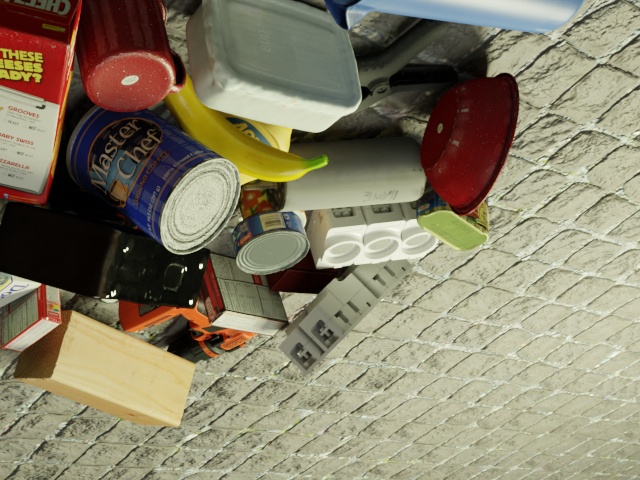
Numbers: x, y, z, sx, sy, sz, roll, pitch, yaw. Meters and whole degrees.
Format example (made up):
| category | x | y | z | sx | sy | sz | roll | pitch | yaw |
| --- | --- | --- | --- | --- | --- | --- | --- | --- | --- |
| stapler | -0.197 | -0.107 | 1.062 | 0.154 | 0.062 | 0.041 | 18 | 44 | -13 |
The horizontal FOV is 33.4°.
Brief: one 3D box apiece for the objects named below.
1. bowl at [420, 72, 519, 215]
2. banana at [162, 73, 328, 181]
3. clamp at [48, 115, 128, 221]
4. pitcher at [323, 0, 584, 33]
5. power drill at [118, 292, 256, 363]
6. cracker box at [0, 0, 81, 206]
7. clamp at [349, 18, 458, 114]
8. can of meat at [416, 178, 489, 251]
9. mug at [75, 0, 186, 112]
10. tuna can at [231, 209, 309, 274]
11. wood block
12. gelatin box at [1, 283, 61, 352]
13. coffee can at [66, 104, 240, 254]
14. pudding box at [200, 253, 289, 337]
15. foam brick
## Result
| category | x | y | z | sx | sy | sz | roll | pitch | yaw |
| --- | --- | --- | --- | --- | --- | --- | --- | --- | --- |
| bowl | 0.151 | -0.111 | 1.145 | 0.055 | 0.162 | 0.162 | 17 | 139 | -14 |
| banana | -0.090 | -0.110 | 1.051 | 0.197 | 0.037 | 0.070 | 31 | 116 | -13 |
| clamp | -0.263 | -0.072 | 1.101 | 0.165 | 0.036 | 0.209 | -32 | 145 | 29 |
| pitcher | 0.122 | -0.259 | 0.918 | 0.242 | 0.145 | 0.149 | 2 | 156 | -35 |
| power drill | -0.178 | 0.108 | 1.416 | 0.185 | 0.057 | 0.187 | -29 | 149 | 24 |
| cracker box | -0.301 | -0.132 | 0.919 | 0.164 | 0.072 | 0.214 | 12 | 141 | -12 |
| clamp | 0.062 | -0.175 | 1.092 | 0.171 | 0.039 | 0.120 | -19 | 149 | -5 |
| can of meat | 0.158 | -0.046 | 1.276 | 0.058 | 0.084 | 0.102 | -25 | 138 | 38 |
| mug | -0.167 | -0.166 | 0.955 | 0.093 | 0.081 | 0.117 | -35 | 145 | 27 |
| tuna can | -0.058 | 0.001 | 1.217 | 0.086 | 0.034 | 0.086 | -13 | 148 | -8 |
| wood block | -0.274 | 0.167 | 1.372 | 0.091 | 0.090 | 0.205 | -7 | 152 | 43 |
| gelatin box | -0.344 | 0.082 | 1.267 | 0.030 | 0.073 | 0.089 | 21 | 136 | -41 |
| coffee can | -0.162 | -0.065 | 1.031 | 0.102 | 0.140 | 0.103 | -37 | 145 | -31 |
| pudding box | -0.100 | 0.070 | 1.356 | 0.113 | 0.090 | 0.039 | 14 | 136 | -42 |
| foam brick | -0.027 | 0.033 | 1.371 | 0.078 | 0.051 | 0.053 | 6 | 143 | -33 |
